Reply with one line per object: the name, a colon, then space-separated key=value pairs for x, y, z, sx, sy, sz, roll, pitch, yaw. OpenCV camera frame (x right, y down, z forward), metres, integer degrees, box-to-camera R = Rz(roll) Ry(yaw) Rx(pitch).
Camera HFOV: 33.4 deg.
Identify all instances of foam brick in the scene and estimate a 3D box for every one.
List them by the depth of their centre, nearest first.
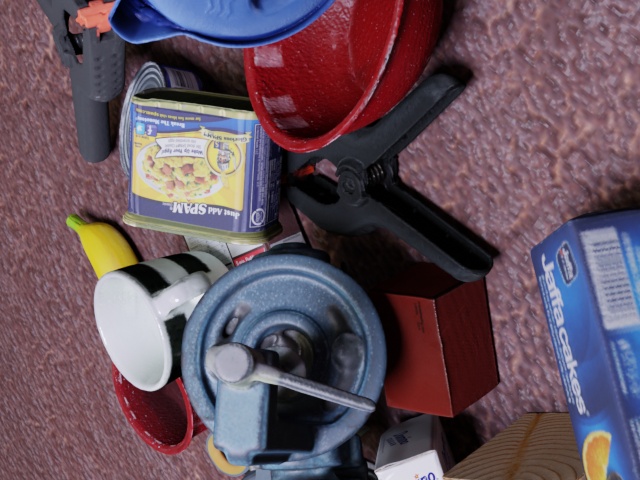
foam brick: x=0.069 y=0.059 z=0.647 sx=0.053 sy=0.051 sz=0.078 roll=5 pitch=111 yaw=43

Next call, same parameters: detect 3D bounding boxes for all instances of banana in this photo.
banana: x=-0.160 y=0.066 z=0.899 sx=0.070 sy=0.037 sz=0.198 roll=-8 pitch=101 yaw=65

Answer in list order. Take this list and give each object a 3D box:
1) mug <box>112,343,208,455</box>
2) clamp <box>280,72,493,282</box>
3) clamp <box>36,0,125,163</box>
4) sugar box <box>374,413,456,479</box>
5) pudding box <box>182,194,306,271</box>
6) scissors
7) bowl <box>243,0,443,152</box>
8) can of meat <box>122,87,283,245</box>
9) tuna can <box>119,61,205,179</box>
mug: x=-0.106 y=0.096 z=0.820 sx=0.117 sy=0.081 sz=0.093 roll=48 pitch=135 yaw=19
clamp: x=0.032 y=-0.048 z=0.647 sx=0.172 sy=0.039 sz=0.120 roll=15 pitch=113 yaw=42
clamp: x=-0.170 y=-0.133 z=0.771 sx=0.210 sy=0.036 sz=0.164 roll=16 pitch=123 yaw=67
sugar box: x=0.084 y=0.204 z=0.665 sx=0.048 sy=0.093 sz=0.176 roll=-23 pitch=92 yaw=8
pudding box: x=-0.055 y=0.001 z=0.758 sx=0.090 sy=0.039 sz=0.113 roll=-22 pitch=90 yaw=50
scissors: x=-0.035 y=0.157 z=0.824 sx=0.096 sy=0.016 sz=0.202 roll=50 pitch=135 yaw=17
bowl: x=0.018 y=-0.126 z=0.590 sx=0.162 sy=0.055 sz=0.162 roll=-13 pitch=75 yaw=57
can of meat: x=-0.074 y=-0.049 z=0.681 sx=0.102 sy=0.057 sz=0.084 roll=10 pitch=107 yaw=19
tuna can: x=-0.112 y=-0.082 z=0.758 sx=0.086 sy=0.033 sz=0.086 roll=-19 pitch=68 yaw=57
